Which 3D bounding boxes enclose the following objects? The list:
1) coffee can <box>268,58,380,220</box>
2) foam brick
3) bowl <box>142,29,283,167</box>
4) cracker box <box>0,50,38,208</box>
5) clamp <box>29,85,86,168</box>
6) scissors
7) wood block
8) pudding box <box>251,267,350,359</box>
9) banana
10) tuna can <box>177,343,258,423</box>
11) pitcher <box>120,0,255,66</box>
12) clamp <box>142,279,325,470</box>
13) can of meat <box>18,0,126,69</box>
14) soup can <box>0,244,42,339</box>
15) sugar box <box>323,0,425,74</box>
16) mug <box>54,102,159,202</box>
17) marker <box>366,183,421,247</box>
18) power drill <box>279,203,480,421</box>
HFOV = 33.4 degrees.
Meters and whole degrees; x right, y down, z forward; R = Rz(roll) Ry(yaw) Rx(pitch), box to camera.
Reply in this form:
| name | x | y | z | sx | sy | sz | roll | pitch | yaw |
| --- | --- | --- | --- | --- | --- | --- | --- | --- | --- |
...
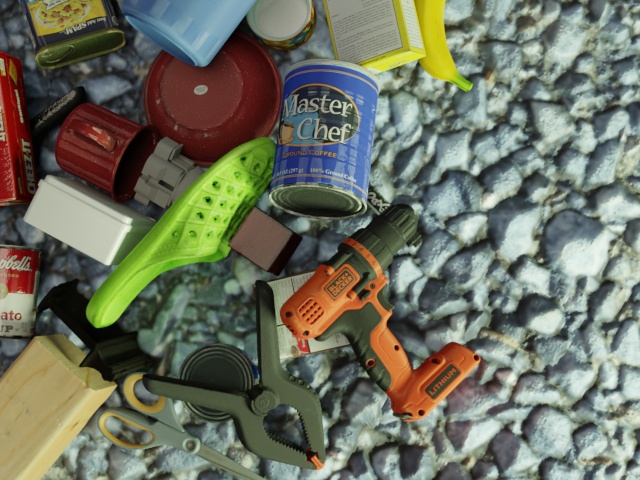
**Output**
| name | x | y | z | sx | sy | sz | roll | pitch | yaw |
| --- | --- | --- | --- | --- | --- | --- | --- | --- | --- |
| coffee can | 0.005 | -0.104 | 1.112 | 0.103 | 0.103 | 0.140 | 5 | 73 | 8 |
| foam brick | -0.057 | 0.001 | 1.143 | 0.051 | 0.078 | 0.053 | 34 | 89 | 8 |
| bowl | -0.125 | -0.163 | 1.173 | 0.162 | 0.055 | 0.162 | 0 | 87 | 8 |
| cracker box | -0.426 | -0.107 | 1.169 | 0.214 | 0.072 | 0.164 | -8 | 89 | 11 |
| clamp | -0.337 | -0.120 | 1.207 | 0.120 | 0.039 | 0.171 | 14 | 92 | 13 |
| scissors | -0.145 | 0.203 | 1.173 | 0.202 | 0.016 | 0.096 | 11 | 88 | 8 |
| wood block | -0.328 | 0.209 | 1.159 | 0.090 | 0.091 | 0.206 | 40 | 92 | 7 |
| pudding box | -0.010 | 0.077 | 1.151 | 0.113 | 0.039 | 0.090 | -13 | 86 | 4 |
| banana | 0.131 | -0.259 | 1.156 | 0.069 | 0.037 | 0.198 | 3 | 88 | -10 |
| tuna can | -0.111 | 0.155 | 1.162 | 0.086 | 0.033 | 0.086 | 0 | 87 | 8 |
| pitcher | -0.102 | -0.307 | 1.113 | 0.145 | 0.149 | 0.243 | 32 | 86 | 22 |
| clamp | -0.073 | 0.167 | 1.119 | 0.164 | 0.036 | 0.210 | -33 | 105 | -3 |
| can of meat | -0.279 | -0.248 | 1.190 | 0.102 | 0.057 | 0.084 | -19 | 82 | -8 |
| soup can | -0.347 | 0.056 | 1.182 | 0.068 | 0.068 | 0.102 | 5 | 88 | 8 |
| sugar box | 0.049 | -0.271 | 1.148 | 0.093 | 0.048 | 0.176 | -14 | 82 | 31 |
| mug | -0.237 | -0.102 | 1.155 | 0.081 | 0.117 | 0.093 | 25 | 83 | 13 |
| marker | 0.064 | -0.038 | 1.158 | 0.020 | 0.020 | 0.121 | -44 | 82 | 3 |
| power drill | 0.077 | 0.078 | 1.109 | 0.184 | 0.057 | 0.187 | -43 | 93 | -13 |
